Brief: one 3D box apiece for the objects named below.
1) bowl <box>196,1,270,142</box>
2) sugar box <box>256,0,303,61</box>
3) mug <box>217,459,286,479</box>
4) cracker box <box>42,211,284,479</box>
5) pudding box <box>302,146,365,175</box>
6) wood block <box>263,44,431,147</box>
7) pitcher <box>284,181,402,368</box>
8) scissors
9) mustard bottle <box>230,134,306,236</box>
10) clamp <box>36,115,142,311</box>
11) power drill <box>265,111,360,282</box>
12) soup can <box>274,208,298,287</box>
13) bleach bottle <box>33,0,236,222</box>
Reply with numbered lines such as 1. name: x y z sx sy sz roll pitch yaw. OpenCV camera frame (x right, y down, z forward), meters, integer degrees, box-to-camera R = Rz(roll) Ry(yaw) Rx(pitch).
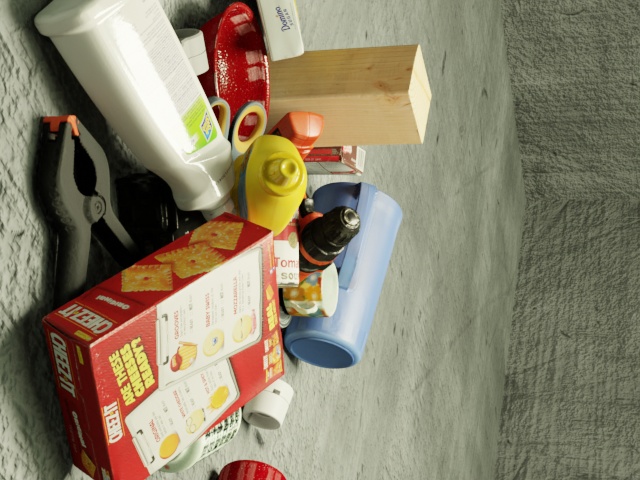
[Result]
1. bowl: -0.107 -0.177 1.168 0.162 0.055 0.162 0 90 -72
2. sugar box: -0.050 -0.274 1.263 0.176 0.048 0.093 -107 -177 -70
3. mug: -0.085 0.309 1.207 0.117 0.093 0.081 116 -10 -45
4. cracker box: -0.129 0.094 0.937 0.213 0.072 0.164 -33 132 -39
5. pudding box: 0.004 -0.115 1.456 0.113 0.090 0.039 22 70 -71
6. wood block: 0.024 -0.178 1.328 0.091 0.206 0.090 68 28 -47
7. pitcher: 0.029 0.044 1.470 0.149 0.145 0.242 44 49 -42
8. scissors: -0.097 -0.066 1.133 0.096 0.016 0.202 -25 134 -31
9. mustard bottle: -0.054 -0.050 1.024 0.192 0.058 0.096 151 -54 -72
10. clamp: -0.198 -0.026 0.916 0.120 0.039 0.171 -41 130 -67
11. power drill: -0.019 -0.054 1.262 0.057 0.185 0.187 5 65 -30
12. soup can: -0.058 0.001 1.203 0.068 0.069 0.102 13 76 -71
13. bleach bottle: -0.144 -0.112 0.937 0.102 0.068 0.250 -53 130 -37
